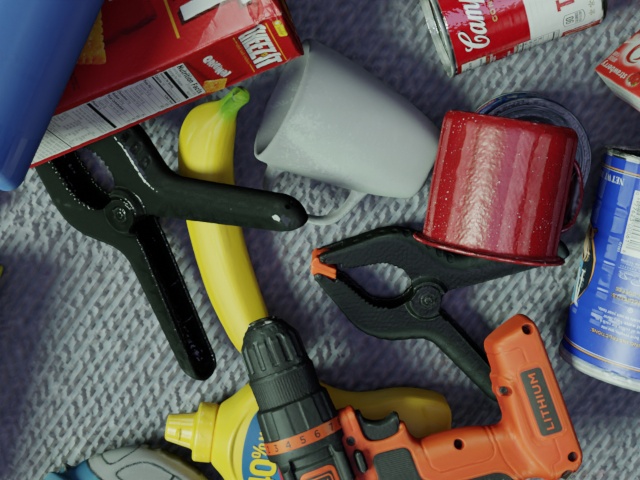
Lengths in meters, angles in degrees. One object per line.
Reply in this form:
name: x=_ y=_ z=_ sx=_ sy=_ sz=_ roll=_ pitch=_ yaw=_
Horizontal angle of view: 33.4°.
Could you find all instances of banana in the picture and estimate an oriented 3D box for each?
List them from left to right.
banana: x=-0.064 y=-0.008 z=0.700 sx=0.037 sy=0.070 sz=0.198 roll=-17 pitch=116 yaw=-23

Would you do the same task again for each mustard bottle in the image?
mustard bottle: x=-0.011 y=0.141 z=0.735 sx=0.191 sy=0.058 sz=0.096 roll=8 pitch=99 yaw=-1

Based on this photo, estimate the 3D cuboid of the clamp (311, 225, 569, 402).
clamp: x=0.075 y=0.046 z=0.725 sx=0.171 sy=0.039 sz=0.120 roll=8 pitch=98 yaw=2

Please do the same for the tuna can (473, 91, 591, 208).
tuna can: x=0.134 y=-0.054 z=0.705 sx=0.086 sy=0.034 sz=0.086 roll=0 pitch=102 yaw=0

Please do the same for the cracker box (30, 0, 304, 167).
cracker box: x=-0.139 y=-0.152 z=0.636 sx=0.214 sy=0.072 sz=0.164 roll=-22 pitch=77 yaw=5

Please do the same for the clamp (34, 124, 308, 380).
clamp: x=-0.109 y=-0.026 z=0.679 sx=0.210 sy=0.036 sz=0.165 roll=46 pitch=128 yaw=6

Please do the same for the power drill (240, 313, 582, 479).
power drill: x=0.057 y=0.113 z=0.682 sx=0.187 sy=0.057 sz=0.184 roll=-20 pitch=90 yaw=-1

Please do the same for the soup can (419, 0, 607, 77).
soup can: x=0.118 y=-0.151 z=0.667 sx=0.102 sy=0.068 sz=0.068 roll=-19 pitch=102 yaw=3

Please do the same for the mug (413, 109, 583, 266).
mug: x=0.119 y=-0.033 z=0.653 sx=0.117 sy=0.093 sz=0.081 roll=4 pitch=99 yaw=-33
